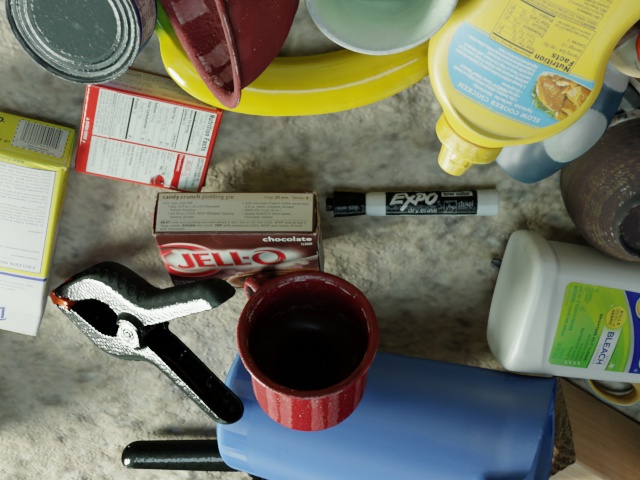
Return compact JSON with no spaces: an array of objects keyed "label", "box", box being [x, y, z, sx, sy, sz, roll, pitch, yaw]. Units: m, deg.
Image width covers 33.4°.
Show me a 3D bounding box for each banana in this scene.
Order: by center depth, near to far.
[{"label":"banana","box":[-0.014,-0.109,0.667,0.197,0.037,0.070,4,132,-1]}]

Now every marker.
[{"label":"marker","box":[0.064,-0.026,0.751,0.121,0.020,0.020,-1,132,3]}]

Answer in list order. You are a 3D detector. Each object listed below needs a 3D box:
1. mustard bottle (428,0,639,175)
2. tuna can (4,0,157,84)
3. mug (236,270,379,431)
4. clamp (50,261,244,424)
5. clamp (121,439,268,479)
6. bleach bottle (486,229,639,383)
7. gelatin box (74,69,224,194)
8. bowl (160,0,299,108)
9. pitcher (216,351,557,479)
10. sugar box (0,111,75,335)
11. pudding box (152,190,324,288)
[{"label":"mustard bottle","box":[0.113,-0.109,0.576,0.096,0.058,0.192,23,130,-6]},{"label":"tuna can","box":[-0.141,-0.138,0.635,0.086,0.033,0.086,9,130,11]},{"label":"mug","box":[-0.016,0.072,0.732,0.093,0.117,0.081,-35,155,-18]},{"label":"clamp","box":[-0.123,0.069,0.776,0.172,0.039,0.120,12,118,35]},{"label":"clamp","box":[-0.059,0.190,0.935,0.210,0.036,0.164,-35,123,26]},{"label":"bleach bottle","box":[0.255,0.056,0.786,0.250,0.068,0.103,6,111,-12]},{"label":"gelatin box","box":[-0.113,-0.073,0.707,0.089,0.030,0.073,11,131,-11]},{"label":"bowl","box":[-0.055,-0.154,0.570,0.055,0.162,0.162,-24,132,-12]},{"label":"pitcher","box":[0.054,0.144,0.812,0.243,0.145,0.149,11,148,17]},{"label":"sugar box","box":[-0.233,-0.011,0.757,0.093,0.048,0.176,14,134,-11]},{"label":"pudding box","box":[-0.055,0.001,0.747,0.113,0.039,0.090,-2,155,2]}]
